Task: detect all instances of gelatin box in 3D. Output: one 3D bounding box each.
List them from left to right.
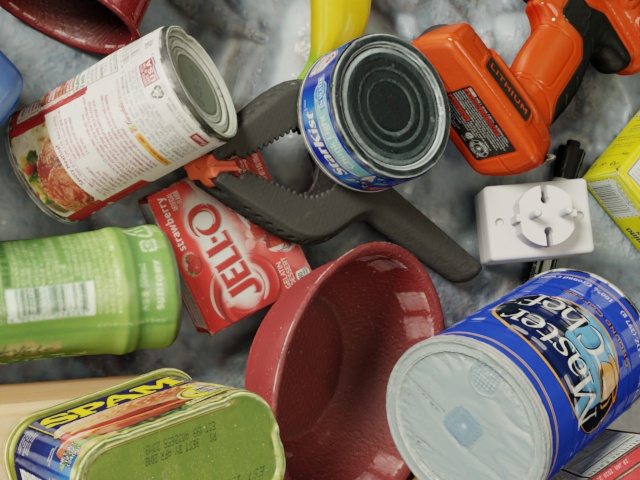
[{"bbox_3d":[-0.054,0.001,0.625,0.073,0.030,0.089,-27,99,-20],"label":"gelatin box"}]

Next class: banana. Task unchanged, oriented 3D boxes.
[{"bbox_3d":[-0.015,-0.184,0.612,0.069,0.037,0.198,-33,117,-20],"label":"banana"}]

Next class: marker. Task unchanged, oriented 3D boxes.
[{"bbox_3d":[0.155,-0.010,0.716,0.020,0.020,0.121,18,83,-21],"label":"marker"}]

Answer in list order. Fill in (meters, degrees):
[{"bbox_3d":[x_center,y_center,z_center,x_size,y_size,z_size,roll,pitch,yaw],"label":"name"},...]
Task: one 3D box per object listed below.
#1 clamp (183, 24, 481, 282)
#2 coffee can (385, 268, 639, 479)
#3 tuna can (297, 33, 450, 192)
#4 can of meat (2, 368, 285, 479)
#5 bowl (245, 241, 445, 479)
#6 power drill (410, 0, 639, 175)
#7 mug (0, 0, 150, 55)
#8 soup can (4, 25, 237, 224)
[{"bbox_3d":[0.017,-0.058,0.633,0.209,0.036,0.164,2,86,-37],"label":"clamp"},{"bbox_3d":[0.120,0.084,0.629,0.140,0.103,0.103,-22,99,-48],"label":"coffee can"},{"bbox_3d":[0.032,-0.072,0.601,0.086,0.034,0.086,7,77,-33],"label":"tuna can"},{"bbox_3d":[-0.078,0.098,0.477,0.101,0.084,0.057,-16,98,-32],"label":"can of meat"},{"bbox_3d":[0.007,0.078,0.616,0.161,0.055,0.162,-13,107,-49],"label":"bowl"},{"bbox_3d":[0.130,-0.146,0.666,0.184,0.057,0.187,51,61,-16],"label":"power drill"},{"bbox_3d":[-0.118,-0.157,0.555,0.093,0.117,0.081,26,76,-20],"label":"mug"},{"bbox_3d":[-0.103,-0.060,0.559,0.102,0.068,0.068,-26,102,17],"label":"soup can"}]
